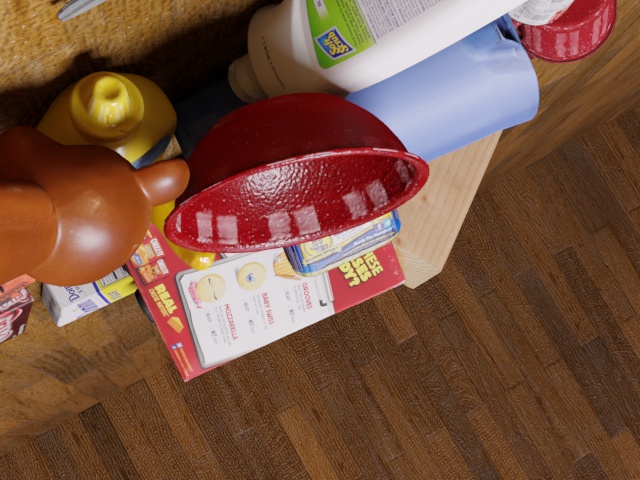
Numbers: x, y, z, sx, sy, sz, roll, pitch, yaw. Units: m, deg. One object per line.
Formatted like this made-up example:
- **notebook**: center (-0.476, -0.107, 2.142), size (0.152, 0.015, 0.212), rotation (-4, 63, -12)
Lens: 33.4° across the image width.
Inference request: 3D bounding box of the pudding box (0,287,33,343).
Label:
- **pudding box**: center (-0.316, 0.076, 0.982), size (0.089, 0.039, 0.114), rotation (-27, 173, -26)

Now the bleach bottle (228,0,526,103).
- **bleach bottle**: center (0.037, -0.150, 0.611), size (0.251, 0.102, 0.067), rotation (-24, 172, 39)

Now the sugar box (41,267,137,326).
- **sugar box**: center (-0.200, 0.029, 1.109), size (0.176, 0.048, 0.093), rotation (-29, 174, -20)

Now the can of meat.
- **can of meat**: center (0.009, -0.029, 0.851), size (0.102, 0.084, 0.057), rotation (-24, -146, -6)

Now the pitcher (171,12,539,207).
- **pitcher**: center (0.020, -0.097, 0.767), size (0.242, 0.145, 0.149), rotation (-26, 140, -4)

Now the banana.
- **banana**: center (-0.129, -0.019, 0.792), size (0.037, 0.069, 0.198), rotation (23, 169, -41)

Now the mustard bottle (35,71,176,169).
- **mustard bottle**: center (-0.136, -0.056, 0.660), size (0.096, 0.058, 0.192), rotation (-31, 175, -20)

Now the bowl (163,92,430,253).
- **bowl**: center (-0.019, -0.044, 0.640), size (0.162, 0.055, 0.162), rotation (-13, 164, -4)

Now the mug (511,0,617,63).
- **mug**: center (0.192, -0.197, 0.896), size (0.117, 0.093, 0.081), rotation (-29, 169, 9)

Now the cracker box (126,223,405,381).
- **cracker box**: center (-0.056, 0.001, 0.920), size (0.213, 0.164, 0.072), rotation (-25, -155, -5)

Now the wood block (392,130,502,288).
- **wood block**: center (0.107, -0.069, 1.057), size (0.206, 0.090, 0.091), rotation (-65, -174, -18)
